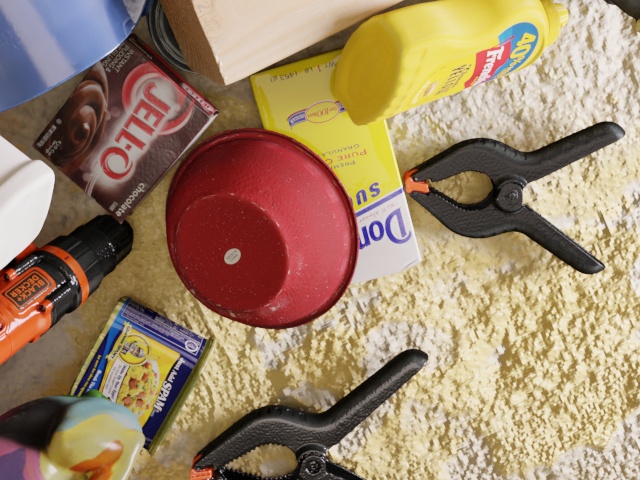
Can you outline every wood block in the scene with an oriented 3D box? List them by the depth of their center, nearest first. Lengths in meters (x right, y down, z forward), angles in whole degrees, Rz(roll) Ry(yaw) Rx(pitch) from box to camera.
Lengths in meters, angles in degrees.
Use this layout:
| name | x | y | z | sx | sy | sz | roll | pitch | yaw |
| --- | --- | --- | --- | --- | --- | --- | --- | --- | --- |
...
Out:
| name | x | y | z | sx | sy | sz | roll | pitch | yaw |
| --- | --- | --- | --- | --- | --- | --- | --- | --- | --- |
| wood block | -0.004 | -0.194 | 0.732 | 0.206 | 0.091 | 0.090 | -28 | 115 | -14 |

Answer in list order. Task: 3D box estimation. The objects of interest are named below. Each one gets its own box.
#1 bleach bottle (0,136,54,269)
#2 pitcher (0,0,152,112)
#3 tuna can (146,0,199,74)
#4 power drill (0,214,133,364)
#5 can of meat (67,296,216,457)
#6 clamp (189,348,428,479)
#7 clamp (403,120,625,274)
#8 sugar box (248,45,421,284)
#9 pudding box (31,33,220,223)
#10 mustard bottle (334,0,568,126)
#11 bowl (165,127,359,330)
| name | x | y | z | sx | sy | sz | roll | pitch | yaw |
| --- | --- | --- | --- | --- | --- | --- | --- | --- | --- |
| bleach bottle | -0.293 | -0.087 | 0.706 | 0.251 | 0.103 | 0.068 | 41 | 57 | 3 |
| pitcher | -0.234 | -0.207 | 0.685 | 0.149 | 0.145 | 0.242 | -39 | 113 | -23 |
| tuna can | -0.086 | -0.167 | 0.788 | 0.086 | 0.034 | 0.086 | -4 | 115 | -9 |
| power drill | -0.251 | -0.009 | 0.780 | 0.188 | 0.184 | 0.057 | 39 | 133 | 6 |
| can of meat | -0.143 | 0.105 | 0.840 | 0.084 | 0.057 | 0.102 | 29 | 99 | -6 |
| clamp | 0.001 | 0.186 | 0.871 | 0.210 | 0.036 | 0.164 | -13 | 101 | 3 |
| clamp | 0.152 | -0.029 | 0.833 | 0.171 | 0.039 | 0.120 | -3 | 97 | 5 |
| sugar box | 0.012 | -0.054 | 0.818 | 0.093 | 0.048 | 0.176 | -16 | 101 | 1 |
| pudding box | -0.145 | -0.084 | 0.799 | 0.090 | 0.039 | 0.114 | 42 | 107 | -2 |
| mustard bottle | 0.106 | -0.143 | 0.769 | 0.191 | 0.096 | 0.058 | -22 | 71 | -30 |
| bowl | -0.055 | 0.001 | 0.793 | 0.162 | 0.055 | 0.162 | 7 | 111 | 19 |
